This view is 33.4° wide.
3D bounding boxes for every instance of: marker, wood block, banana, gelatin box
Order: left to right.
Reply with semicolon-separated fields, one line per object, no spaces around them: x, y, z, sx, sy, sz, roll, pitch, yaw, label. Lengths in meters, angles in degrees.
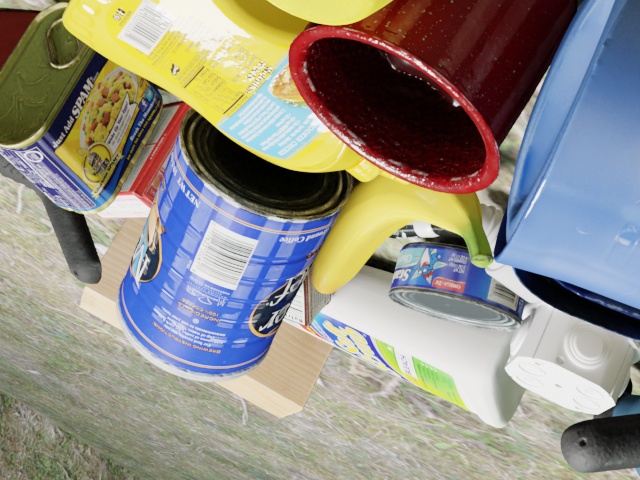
-0.117;-0.051;0.710;0.030;0.073;0.089;40;156;-30;gelatin box
-0.095;0.063;0.930;0.206;0.090;0.090;30;160;-6;wood block
0.039;-0.011;0.621;0.037;0.069;0.198;15;168;-21;banana
0.052;-0.010;0.673;0.020;0.020;0.121;40;156;-30;marker

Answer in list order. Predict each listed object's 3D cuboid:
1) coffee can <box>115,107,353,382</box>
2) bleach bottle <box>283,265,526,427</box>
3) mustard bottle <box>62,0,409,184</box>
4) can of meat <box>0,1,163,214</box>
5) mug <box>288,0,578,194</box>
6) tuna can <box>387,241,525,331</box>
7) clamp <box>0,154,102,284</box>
-0.054;0.001;0.631;0.103;0.102;0.140;28;128;0;coffee can
0.030;0.054;0.797;0.251;0.068;0.102;19;158;28;bleach bottle
-0.026;-0.086;0.530;0.191;0.058;0.096;34;140;-17;mustard bottle
-0.149;-0.078;0.649;0.058;0.102;0.084;14;158;31;can of meat
0.039;-0.080;0.426;0.117;0.081;0.093;14;153;46;mug
0.088;0.029;0.674;0.086;0.034;0.086;15;168;3;tuna can
-0.188;-0.050;0.753;0.171;0.120;0.039;35;134;-11;clamp
